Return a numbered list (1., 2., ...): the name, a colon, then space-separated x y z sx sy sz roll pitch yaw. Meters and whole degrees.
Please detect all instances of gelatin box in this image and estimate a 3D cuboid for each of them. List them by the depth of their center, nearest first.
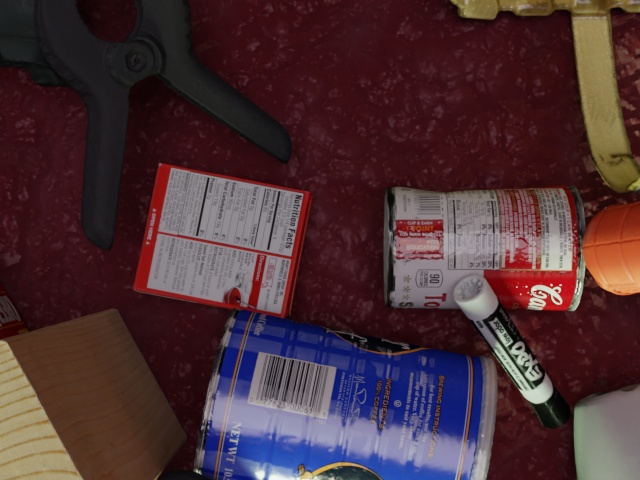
1. gelatin box: -0.054 0.001 0.601 0.089 0.030 0.073 11 88 1

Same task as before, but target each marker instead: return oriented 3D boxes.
1. marker: 0.105 0.063 0.571 0.020 0.020 0.121 -38 125 1

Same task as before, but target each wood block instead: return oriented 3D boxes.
1. wood block: -0.137 0.097 0.514 0.090 0.206 0.091 -28 90 1

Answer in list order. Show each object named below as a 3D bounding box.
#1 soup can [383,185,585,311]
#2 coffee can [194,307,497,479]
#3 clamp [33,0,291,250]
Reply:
1. soup can: 0.086 0.004 0.578 0.102 0.068 0.068 0 89 2
2. coffee can: 0.013 0.099 0.562 0.140 0.103 0.103 11 90 2
3. clamp: -0.086 -0.091 0.553 0.120 0.039 0.171 -20 107 -21
